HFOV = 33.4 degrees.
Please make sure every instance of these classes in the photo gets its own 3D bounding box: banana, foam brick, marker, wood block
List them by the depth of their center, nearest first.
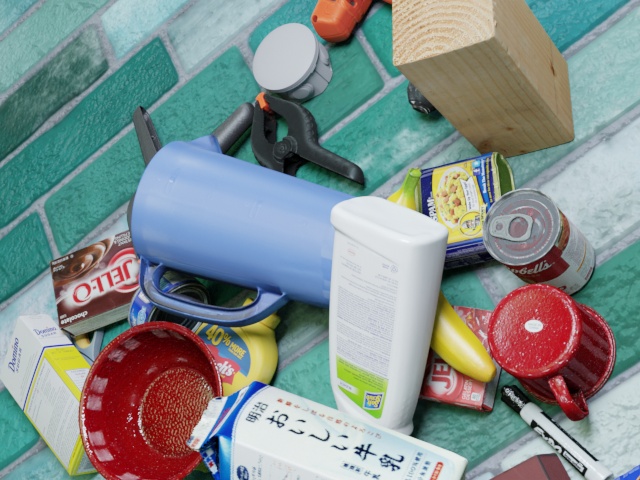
[{"bbox_3d":[0.165,0.214,0.875,0.078,0.052,0.051,-34,66,22],"label":"foam brick"},{"bbox_3d":[0.197,0.163,0.903,0.020,0.020,0.121,-50,53,5],"label":"marker"},{"bbox_3d":[0.094,0.039,0.946,0.070,0.037,0.198,-35,74,57],"label":"banana"},{"bbox_3d":[0.148,-0.158,0.948,0.090,0.205,0.091,-12,65,28],"label":"wood block"}]

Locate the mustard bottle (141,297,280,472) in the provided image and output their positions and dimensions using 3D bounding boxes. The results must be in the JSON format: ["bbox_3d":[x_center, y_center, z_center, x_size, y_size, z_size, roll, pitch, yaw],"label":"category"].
[{"bbox_3d":[-0.098,0.131,1.079,0.096,0.058,0.191,34,91,36],"label":"mustard bottle"}]

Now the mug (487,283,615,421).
[{"bbox_3d":[0.194,0.095,0.894,0.093,0.081,0.117,-25,59,22],"label":"mug"}]

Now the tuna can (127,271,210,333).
[{"bbox_3d":[-0.158,0.072,1.125,0.034,0.086,0.086,36,92,35],"label":"tuna can"}]

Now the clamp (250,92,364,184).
[{"bbox_3d":[-0.036,-0.083,1.141,0.120,0.039,0.172,-41,54,10],"label":"clamp"}]

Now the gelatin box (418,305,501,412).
[{"bbox_3d":[0.126,0.105,0.965,0.073,0.030,0.089,6,74,34],"label":"gelatin box"}]

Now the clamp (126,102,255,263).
[{"bbox_3d":[-0.156,-0.067,1.186,0.165,0.036,0.210,-5,64,27],"label":"clamp"}]

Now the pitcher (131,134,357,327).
[{"bbox_3d":[-0.057,0.001,1.043,0.243,0.144,0.149,16,117,22],"label":"pitcher"}]

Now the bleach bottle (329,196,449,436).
[{"bbox_3d":[0.045,0.095,0.939,0.103,0.067,0.251,25,118,36],"label":"bleach bottle"}]

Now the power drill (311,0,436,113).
[{"bbox_3d":[0.084,-0.230,1.113,0.188,0.057,0.184,20,79,34],"label":"power drill"}]

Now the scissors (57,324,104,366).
[{"bbox_3d":[-0.270,0.157,1.205,0.096,0.016,0.202,-27,59,23],"label":"scissors"}]

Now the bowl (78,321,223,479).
[{"bbox_3d":[-0.152,0.162,1.029,0.162,0.055,0.162,-8,71,24],"label":"bowl"}]

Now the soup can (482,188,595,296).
[{"bbox_3d":[0.190,0.005,0.921,0.069,0.102,0.068,-12,65,28],"label":"soup can"}]

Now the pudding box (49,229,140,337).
[{"bbox_3d":[-0.244,0.048,1.206,0.113,0.039,0.090,-23,59,10],"label":"pudding box"}]

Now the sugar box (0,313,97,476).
[{"bbox_3d":[-0.288,0.167,1.177,0.176,0.048,0.093,43,120,38],"label":"sugar box"}]

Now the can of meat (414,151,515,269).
[{"bbox_3d":[0.136,-0.027,0.997,0.084,0.057,0.102,-13,65,25],"label":"can of meat"}]
